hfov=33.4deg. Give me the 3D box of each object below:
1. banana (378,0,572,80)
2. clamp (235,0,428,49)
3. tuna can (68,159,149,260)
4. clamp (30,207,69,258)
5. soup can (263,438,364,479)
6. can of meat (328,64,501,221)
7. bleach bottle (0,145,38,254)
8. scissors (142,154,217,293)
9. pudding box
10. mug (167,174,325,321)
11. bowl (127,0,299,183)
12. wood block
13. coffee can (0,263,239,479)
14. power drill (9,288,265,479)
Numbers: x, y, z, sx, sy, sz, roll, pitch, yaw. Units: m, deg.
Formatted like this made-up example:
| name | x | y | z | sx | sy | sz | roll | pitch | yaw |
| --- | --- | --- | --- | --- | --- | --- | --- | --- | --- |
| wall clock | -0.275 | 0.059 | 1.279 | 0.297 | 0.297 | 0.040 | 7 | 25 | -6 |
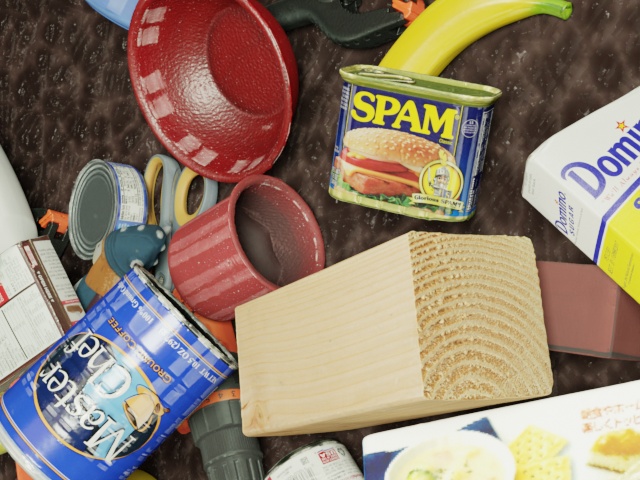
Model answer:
| name | x | y | z | sx | sy | sz | roll | pitch | yaw |
| --- | --- | --- | --- | --- | --- | --- | --- | --- | --- |
| banana | 0.074 | -0.115 | 0.724 | 0.198 | 0.037 | 0.070 | -42 | 59 | 26 |
| clamp | 0.013 | -0.198 | 0.787 | 0.172 | 0.039 | 0.120 | 18 | 101 | 36 |
| tuna can | -0.181 | -0.025 | 0.909 | 0.086 | 0.033 | 0.086 | -11 | 76 | 50 |
| clamp | -0.313 | 0.024 | 1.018 | 0.210 | 0.036 | 0.165 | -41 | 58 | 24 |
| soup can | 0.011 | 0.192 | 0.708 | 0.069 | 0.068 | 0.102 | -49 | 56 | 23 |
| can of meat | 0.059 | -0.063 | 0.693 | 0.102 | 0.057 | 0.084 | 14 | 109 | 18 |
| bleach bottle | -0.299 | -0.021 | 0.956 | 0.103 | 0.068 | 0.251 | -50 | 56 | 13 |
| scissors | -0.114 | 0.021 | 0.867 | 0.096 | 0.016 | 0.202 | -20 | 70 | 41 |
| pudding box | -0.247 | 0.062 | 0.857 | 0.114 | 0.039 | 0.090 | -33 | 80 | 28 |
| mug | -0.055 | 0.001 | 0.787 | 0.082 | 0.093 | 0.117 | -27 | 36 | 38 |
| bowl | -0.071 | -0.128 | 0.809 | 0.162 | 0.055 | 0.162 | 19 | 124 | 31 |
| wood block | 0.035 | 0.064 | 0.653 | 0.206 | 0.090 | 0.091 | -26 | 66 | 56 |
| coffee can | -0.140 | 0.100 | 0.731 | 0.140 | 0.102 | 0.103 | -45 | 55 | -4 |
| power drill | -0.137 | 0.139 | 0.806 | 0.188 | 0.057 | 0.184 | -22 | 58 | 9 |
